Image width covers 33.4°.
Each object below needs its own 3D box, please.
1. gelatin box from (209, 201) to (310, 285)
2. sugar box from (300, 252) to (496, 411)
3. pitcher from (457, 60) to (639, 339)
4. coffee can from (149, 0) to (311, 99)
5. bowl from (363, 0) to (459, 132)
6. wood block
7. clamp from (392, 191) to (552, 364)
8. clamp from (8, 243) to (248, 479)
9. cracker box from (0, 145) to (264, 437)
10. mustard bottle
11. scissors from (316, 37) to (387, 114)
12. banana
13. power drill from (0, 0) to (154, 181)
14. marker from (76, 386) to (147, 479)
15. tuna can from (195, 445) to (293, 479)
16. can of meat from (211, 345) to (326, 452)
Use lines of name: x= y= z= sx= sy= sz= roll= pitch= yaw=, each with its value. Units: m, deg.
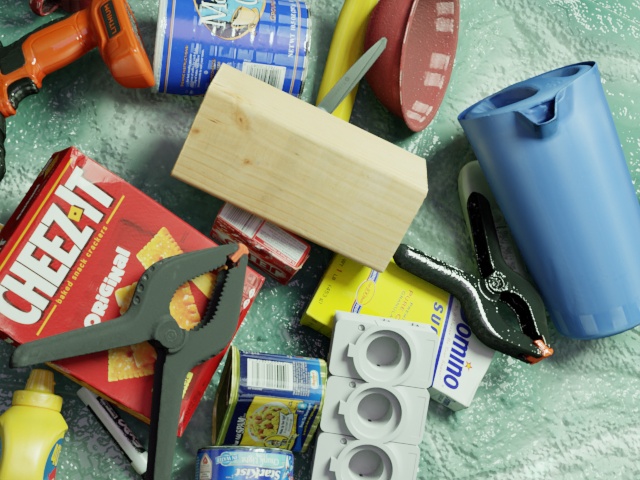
gelatin box: x=-0.056 y=0.001 z=0.984 sx=0.089 sy=0.073 sz=0.030 roll=34 pitch=73 yaw=-2
sugar box: x=0.078 y=0.077 z=1.004 sx=0.176 sy=0.048 sz=0.093 roll=29 pitch=72 yaw=-1
pitcher: x=0.232 y=-0.038 z=1.004 sx=0.149 sy=0.145 sz=0.243 roll=-33 pitch=105 yaw=-37
coffee can: x=-0.086 y=-0.183 z=1.011 sx=0.140 sy=0.103 sz=0.103 roll=5 pitch=75 yaw=-10
bowl: x=0.084 y=-0.189 z=1.036 sx=0.055 sy=0.162 sz=0.162 roll=13 pitch=71 yaw=22
wood block: x=-0.016 y=-0.065 z=0.950 sx=0.206 sy=0.090 sz=0.090 roll=25 pitch=113 yaw=-7
clamp: x=0.145 y=0.045 z=0.989 sx=0.120 sy=0.039 sz=0.171 roll=-25 pitch=75 yaw=-21
clamp: x=-0.126 y=0.089 z=0.879 sx=0.209 sy=0.036 sz=0.164 roll=-43 pitch=107 yaw=-23
cracker box: x=-0.175 y=0.046 z=0.918 sx=0.213 sy=0.072 sz=0.164 roll=36 pitch=71 yaw=-22
mustard bottle: x=-0.247 y=0.202 z=0.882 sx=0.058 sy=0.096 sz=0.191 roll=9 pitch=74 yaw=-8
scissors: x=0.003 y=-0.095 z=1.000 sx=0.202 sy=0.016 sz=0.096 roll=-32 pitch=100 yaw=16
banana: x=0.021 y=-0.169 z=1.043 sx=0.037 sy=0.069 sz=0.198 roll=15 pitch=94 yaw=9
power drill: x=-0.246 y=-0.142 z=0.947 sx=0.187 sy=0.057 sz=0.184 roll=-20 pitch=58 yaw=0
marker: x=-0.172 y=0.177 z=0.943 sx=0.020 sy=0.020 sz=0.121 roll=-37 pitch=85 yaw=-17
tuna can: x=-0.066 y=0.199 z=0.924 sx=0.086 sy=0.086 sz=0.034 roll=5 pitch=73 yaw=-10
can of meat: x=-0.046 y=0.141 z=0.934 sx=0.084 sy=0.102 sz=0.057 roll=8 pitch=46 yaw=-12
